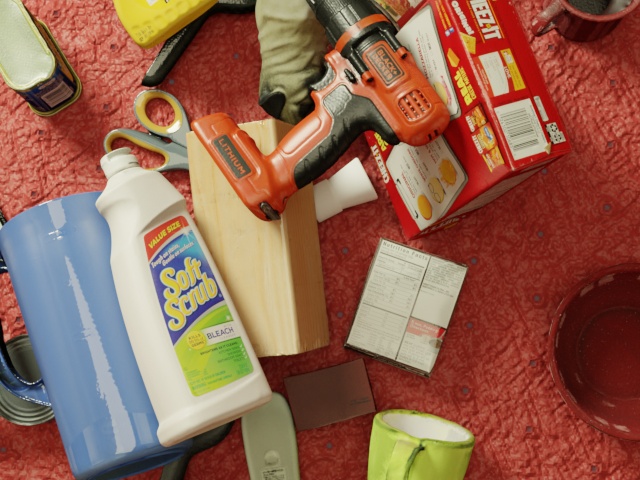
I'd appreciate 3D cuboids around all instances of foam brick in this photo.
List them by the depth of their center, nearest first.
[{"bbox_3d":[0.010,0.144,0.996,0.078,0.051,0.053,-14,83,0],"label":"foam brick"}]

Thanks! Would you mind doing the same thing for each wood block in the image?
[{"bbox_3d":[-0.056,0.001,0.979,0.090,0.090,0.206,-7,87,19],"label":"wood block"}]

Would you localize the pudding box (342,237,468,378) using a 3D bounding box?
[{"bbox_3d":[0.080,0.063,1.011,0.090,0.039,0.113,19,81,5],"label":"pudding box"}]

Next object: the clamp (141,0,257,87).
[{"bbox_3d":[-0.120,-0.269,1.055,0.210,0.036,0.164,-29,96,-6],"label":"clamp"}]

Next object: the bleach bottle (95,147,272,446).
[{"bbox_3d":[-0.134,0.039,0.906,0.102,0.068,0.251,-17,77,-39],"label":"bleach bottle"}]

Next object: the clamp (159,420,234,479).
[{"bbox_3d":[-0.146,0.171,1.006,0.120,0.039,0.171,38,86,4],"label":"clamp"}]

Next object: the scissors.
[{"bbox_3d":[-0.112,-0.090,1.051,0.202,0.016,0.096,12,83,4],"label":"scissors"}]

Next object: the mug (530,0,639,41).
[{"bbox_3d":[0.250,-0.233,1.023,0.117,0.081,0.093,-39,83,-3],"label":"mug"}]

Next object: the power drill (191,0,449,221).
[{"bbox_3d":[-0.012,-0.120,0.895,0.187,0.057,0.184,-35,71,4],"label":"power drill"}]

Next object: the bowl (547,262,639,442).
[{"bbox_3d":[0.287,0.103,0.988,0.162,0.055,0.162,0,82,2],"label":"bowl"}]

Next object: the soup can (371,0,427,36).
[{"bbox_3d":[0.091,-0.248,1.039,0.068,0.068,0.102,44,85,7],"label":"soup can"}]

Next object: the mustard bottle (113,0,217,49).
[{"bbox_3d":[-0.184,-0.282,1.000,0.096,0.058,0.191,-35,95,0],"label":"mustard bottle"}]

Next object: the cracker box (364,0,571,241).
[{"bbox_3d":[0.116,-0.110,0.944,0.072,0.214,0.164,-17,81,-22],"label":"cracker box"}]

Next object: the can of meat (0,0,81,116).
[{"bbox_3d":[-0.285,-0.180,1.036,0.057,0.084,0.102,-32,82,-3],"label":"can of meat"}]

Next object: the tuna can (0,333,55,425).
[{"bbox_3d":[-0.273,0.133,1.018,0.086,0.034,0.086,0,82,2],"label":"tuna can"}]

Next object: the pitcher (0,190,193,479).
[{"bbox_3d":[-0.207,0.091,0.957,0.149,0.144,0.243,-34,69,43],"label":"pitcher"}]
